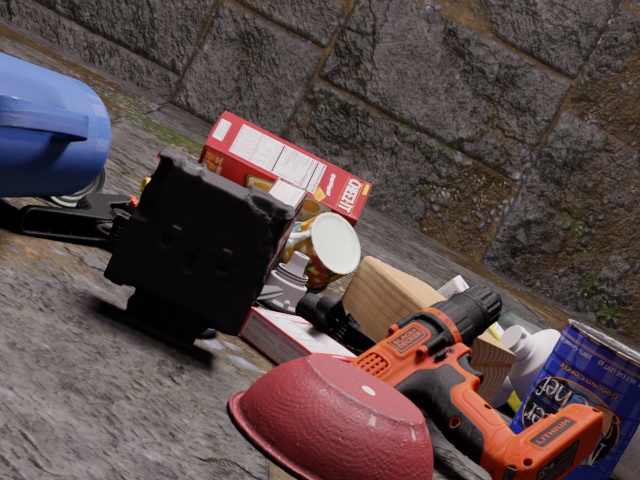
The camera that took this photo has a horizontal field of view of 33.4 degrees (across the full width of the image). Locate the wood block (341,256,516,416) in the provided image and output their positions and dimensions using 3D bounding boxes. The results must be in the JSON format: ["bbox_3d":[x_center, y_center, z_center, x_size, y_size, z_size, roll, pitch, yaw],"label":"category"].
[{"bbox_3d":[0.097,0.099,1.082,0.090,0.090,0.206,26,7,-24],"label":"wood block"}]

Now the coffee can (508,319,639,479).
[{"bbox_3d":[0.241,0.159,0.986,0.103,0.140,0.103,27,7,-4],"label":"coffee can"}]

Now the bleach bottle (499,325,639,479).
[{"bbox_3d":[0.279,0.161,1.086,0.250,0.102,0.068,39,-3,-22],"label":"bleach bottle"}]

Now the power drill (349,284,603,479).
[{"bbox_3d":[0.136,0.122,0.884,0.184,0.057,0.188,-31,48,-30],"label":"power drill"}]

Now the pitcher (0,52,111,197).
[{"bbox_3d":[-0.264,-0.093,0.850,0.149,0.145,0.242,49,16,15],"label":"pitcher"}]

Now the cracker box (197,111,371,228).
[{"bbox_3d":[-0.060,-0.060,1.393,0.213,0.072,0.164,26,-32,-3],"label":"cracker box"}]

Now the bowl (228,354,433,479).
[{"bbox_3d":[0.019,0.125,0.742,0.162,0.055,0.162,27,7,-4],"label":"bowl"}]

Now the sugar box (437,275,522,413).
[{"bbox_3d":[0.195,0.122,1.226,0.176,0.048,0.093,50,9,7],"label":"sugar box"}]

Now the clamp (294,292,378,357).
[{"bbox_3d":[0.026,0.092,1.012,0.120,0.039,0.171,50,-8,-9],"label":"clamp"}]

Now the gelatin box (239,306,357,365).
[{"bbox_3d":[-0.018,0.094,0.931,0.089,0.030,0.073,32,10,36],"label":"gelatin box"}]

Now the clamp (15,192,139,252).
[{"bbox_3d":[-0.196,-0.011,0.987,0.164,0.036,0.210,26,11,-17],"label":"clamp"}]
